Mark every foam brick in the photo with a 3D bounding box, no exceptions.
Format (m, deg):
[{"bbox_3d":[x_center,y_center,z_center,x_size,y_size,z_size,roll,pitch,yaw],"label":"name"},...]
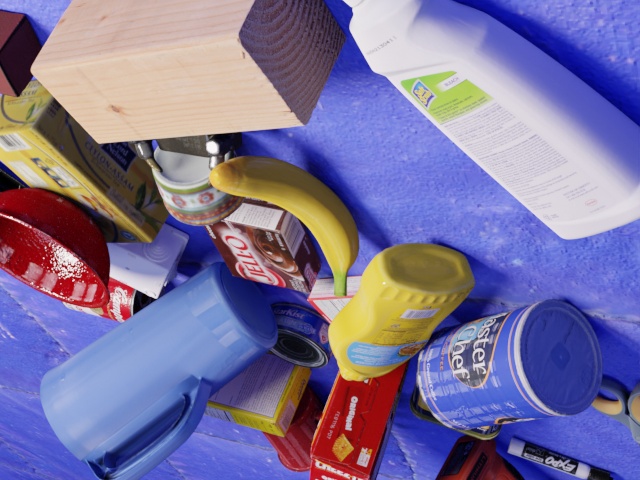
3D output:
[{"bbox_3d":[-0.287,-0.163,0.912,0.078,0.053,0.051,14,150,18],"label":"foam brick"}]

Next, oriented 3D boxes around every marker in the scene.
[{"bbox_3d":[0.275,0.255,1.222,0.121,0.020,0.020,19,151,10],"label":"marker"}]

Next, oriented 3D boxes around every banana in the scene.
[{"bbox_3d":[-0.018,-0.026,0.917,0.037,0.069,0.197,-8,144,38],"label":"banana"}]

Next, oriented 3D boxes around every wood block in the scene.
[{"bbox_3d":[-0.099,-0.137,0.780,0.206,0.090,0.090,0,144,36],"label":"wood block"}]

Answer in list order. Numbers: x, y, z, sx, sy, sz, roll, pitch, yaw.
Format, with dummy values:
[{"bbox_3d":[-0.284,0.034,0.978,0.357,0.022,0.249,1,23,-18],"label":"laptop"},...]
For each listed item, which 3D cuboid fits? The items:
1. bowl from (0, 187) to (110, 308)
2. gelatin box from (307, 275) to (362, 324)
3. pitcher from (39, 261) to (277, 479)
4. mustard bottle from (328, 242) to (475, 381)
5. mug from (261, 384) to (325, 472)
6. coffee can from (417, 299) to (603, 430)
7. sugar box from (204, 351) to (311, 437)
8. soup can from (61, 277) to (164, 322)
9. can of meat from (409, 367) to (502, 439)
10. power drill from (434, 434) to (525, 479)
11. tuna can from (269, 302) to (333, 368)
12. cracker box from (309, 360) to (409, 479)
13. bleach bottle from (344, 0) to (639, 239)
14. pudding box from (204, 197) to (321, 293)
[{"bbox_3d":[-0.260,-0.001,1.020,0.162,0.055,0.162,22,154,11],"label":"bowl"},{"bbox_3d":[0.043,0.067,1.072,0.089,0.030,0.073,-8,137,41],"label":"gelatin box"},{"bbox_3d":[-0.164,0.138,1.126,0.243,0.145,0.149,-36,89,16],"label":"pitcher"},{"bbox_3d":[0.061,0.078,0.992,0.096,0.058,0.192,-1,145,-25],"label":"mustard bottle"},{"bbox_3d":[-0.020,0.229,1.327,0.117,0.093,0.081,2,140,35],"label":"mug"},{"bbox_3d":[0.172,0.117,0.985,0.102,0.102,0.141,36,149,-21],"label":"coffee can"},{"bbox_3d":[-0.110,0.169,1.290,0.176,0.093,0.048,11,148,24],"label":"sugar box"},{"bbox_3d":[-0.240,0.057,1.227,0.102,0.068,0.068,13,149,21],"label":"soup can"},{"bbox_3d":[0.148,0.156,1.115,0.102,0.057,0.084,17,148,11],"label":"can of meat"},{"bbox_3d":[0.212,0.329,1.243,0.187,0.184,0.057,44,146,-14],"label":"power drill"},{"bbox_3d":[-0.024,0.106,1.183,0.086,0.033,0.086,18,151,11],"label":"tuna can"},{"bbox_3d":[0.039,0.209,1.172,0.072,0.164,0.214,17,151,8],"label":"cracker box"},{"bbox_3d":[0.115,-0.102,0.709,0.250,0.068,0.103,38,148,-19],"label":"bleach bottle"},{"bbox_3d":[-0.057,0.001,1.027,0.090,0.039,0.113,11,148,24],"label":"pudding box"}]
